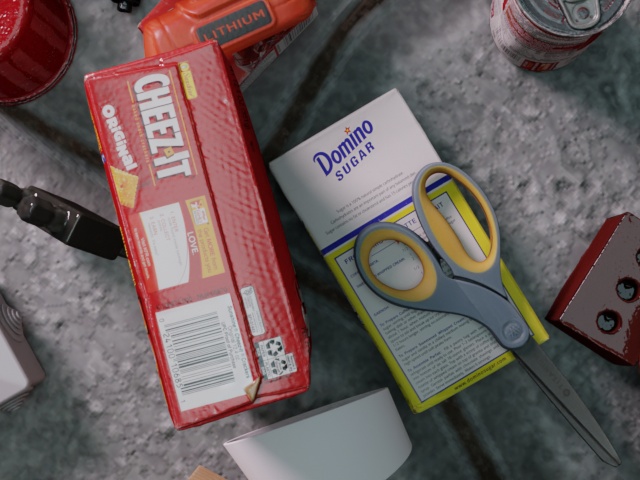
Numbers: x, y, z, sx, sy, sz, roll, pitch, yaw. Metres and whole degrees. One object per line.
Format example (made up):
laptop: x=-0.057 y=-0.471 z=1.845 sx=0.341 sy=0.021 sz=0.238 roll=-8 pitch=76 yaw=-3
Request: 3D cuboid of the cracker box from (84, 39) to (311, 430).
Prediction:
cracker box: x=-0.054 y=0.001 z=0.569 sx=0.072 sy=0.213 sz=0.164 roll=-15 pitch=88 yaw=-1

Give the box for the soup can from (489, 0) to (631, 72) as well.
soup can: x=0.137 y=-0.141 z=0.623 sx=0.068 sy=0.102 sz=0.068 roll=0 pitch=88 yaw=2

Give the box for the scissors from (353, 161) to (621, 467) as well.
scissors: x=0.089 y=0.053 z=0.613 sx=0.096 sy=0.016 sz=0.202 roll=-23 pitch=85 yaw=-2

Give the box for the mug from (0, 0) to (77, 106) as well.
mug: x=-0.196 y=-0.144 z=0.644 sx=0.093 sy=0.081 sz=0.117 roll=32 pitch=89 yaw=3

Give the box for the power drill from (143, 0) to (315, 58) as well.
power drill: x=-0.094 y=-0.186 z=0.581 sx=0.184 sy=0.057 sz=0.187 roll=-24 pitch=114 yaw=-7

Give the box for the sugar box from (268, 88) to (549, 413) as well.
sugar box: x=0.052 y=0.007 z=0.649 sx=0.093 sy=0.048 sz=0.176 roll=-30 pitch=84 yaw=-1
